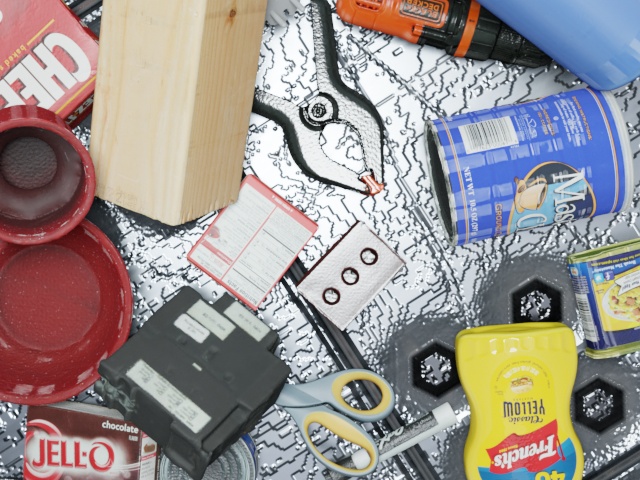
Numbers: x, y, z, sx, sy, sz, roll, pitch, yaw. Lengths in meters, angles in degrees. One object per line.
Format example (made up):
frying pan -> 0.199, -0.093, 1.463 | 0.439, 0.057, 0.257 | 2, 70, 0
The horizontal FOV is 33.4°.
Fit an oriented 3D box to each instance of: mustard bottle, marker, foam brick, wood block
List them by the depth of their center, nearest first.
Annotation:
wood block -> -0.106, -0.128, 0.798 | 0.090, 0.090, 0.206 | 20, 113, 23
foam brick -> 0.024, 0.027, 0.867 | 0.053, 0.051, 0.078 | 43, 92, -2
mustard bottle -> 0.164, 0.166, 0.871 | 0.096, 0.058, 0.191 | -5, 93, 1
marker -> 0.058, 0.171, 0.890 | 0.121, 0.020, 0.020 | -28, 93, 1

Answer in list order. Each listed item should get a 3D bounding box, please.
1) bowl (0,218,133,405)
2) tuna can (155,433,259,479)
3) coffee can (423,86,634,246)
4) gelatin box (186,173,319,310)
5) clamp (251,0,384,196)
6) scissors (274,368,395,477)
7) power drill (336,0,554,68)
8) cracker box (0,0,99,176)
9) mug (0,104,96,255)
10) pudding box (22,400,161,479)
bowl -> -0.228, 0.049, 0.865 | 0.162, 0.055, 0.162 | 0, 93, 0
tuna can -> -0.094, 0.188, 0.884 | 0.086, 0.034, 0.086 | 0, 93, 0
coffee can -> 0.160, -0.059, 0.837 | 0.140, 0.103, 0.103 | -12, 93, 0
gelatin box -> -0.056, 0.001, 0.876 | 0.073, 0.030, 0.089 | 37, 92, -3
clamp -> -0.013, -0.103, 0.868 | 0.120, 0.039, 0.171 | -28, 86, 8
scissors -> -0.023, 0.113, 0.887 | 0.202, 0.016, 0.096 | 40, 76, 8
power drill -> 0.120, -0.241, 0.850 | 0.184, 0.057, 0.188 | 14, 92, -4
cracker box -> -0.286, -0.159, 0.846 | 0.164, 0.072, 0.213 | -43, 93, 2
mug -> -0.221, -0.043, 0.787 | 0.093, 0.081, 0.117 | 21, 102, -22
pudding box -> -0.186, 0.181, 0.865 | 0.114, 0.039, 0.090 | 5, 94, 19
